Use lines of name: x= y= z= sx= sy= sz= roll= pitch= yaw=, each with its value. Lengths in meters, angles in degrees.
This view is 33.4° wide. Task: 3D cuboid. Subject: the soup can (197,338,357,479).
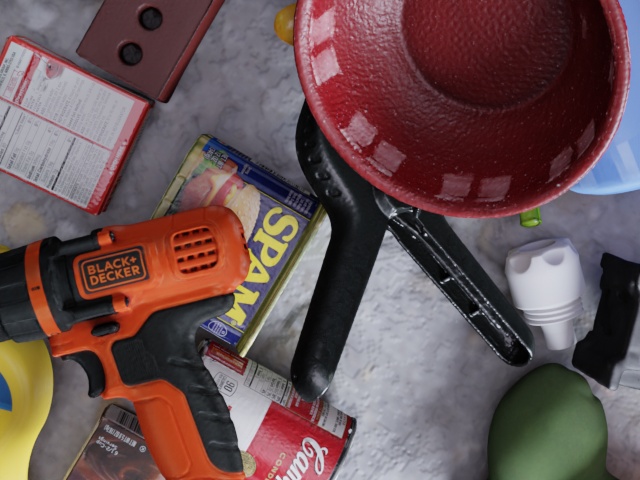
soup can: x=-0.039 y=0.109 z=0.619 sx=0.102 sy=0.068 sz=0.068 roll=30 pitch=96 yaw=-4

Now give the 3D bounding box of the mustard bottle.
mustard bottle: x=-0.205 y=0.096 z=0.617 sx=0.096 sy=0.058 sz=0.192 roll=15 pitch=97 yaw=16

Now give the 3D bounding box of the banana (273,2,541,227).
banana: x=0.064 y=-0.086 z=0.588 sx=0.197 sy=0.037 sz=0.069 roll=33 pitch=53 yaw=-22

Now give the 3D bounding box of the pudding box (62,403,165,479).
pudding box: x=-0.101 y=0.163 z=0.639 sx=0.113 sy=0.039 sz=0.090 roll=31 pitch=97 yaw=-4

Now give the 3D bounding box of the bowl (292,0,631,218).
bowl: x=0.070 y=-0.093 z=0.509 sx=0.162 sy=0.055 sz=0.162 roll=13 pitch=123 yaw=21

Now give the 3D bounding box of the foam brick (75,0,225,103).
foam brick: x=-0.092 y=-0.122 z=0.594 sx=0.053 sy=0.051 sz=0.078 roll=30 pitch=96 yaw=-4

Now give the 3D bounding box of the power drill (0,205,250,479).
power drill: x=-0.112 y=0.087 z=0.554 sx=0.184 sy=0.057 sz=0.187 roll=-14 pitch=88 yaw=3

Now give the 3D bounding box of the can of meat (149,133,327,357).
can of meat: x=-0.054 y=0.001 z=0.610 sx=0.084 sy=0.057 sz=0.102 roll=30 pitch=96 yaw=-2

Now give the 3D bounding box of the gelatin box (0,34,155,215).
gelatin box: x=-0.151 y=-0.066 z=0.612 sx=0.089 sy=0.030 sz=0.073 roll=26 pitch=98 yaw=-4

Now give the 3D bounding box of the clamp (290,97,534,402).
clamp: x=0.028 y=-0.015 z=0.579 sx=0.164 sy=0.036 sz=0.210 roll=-11 pitch=79 yaw=-40
